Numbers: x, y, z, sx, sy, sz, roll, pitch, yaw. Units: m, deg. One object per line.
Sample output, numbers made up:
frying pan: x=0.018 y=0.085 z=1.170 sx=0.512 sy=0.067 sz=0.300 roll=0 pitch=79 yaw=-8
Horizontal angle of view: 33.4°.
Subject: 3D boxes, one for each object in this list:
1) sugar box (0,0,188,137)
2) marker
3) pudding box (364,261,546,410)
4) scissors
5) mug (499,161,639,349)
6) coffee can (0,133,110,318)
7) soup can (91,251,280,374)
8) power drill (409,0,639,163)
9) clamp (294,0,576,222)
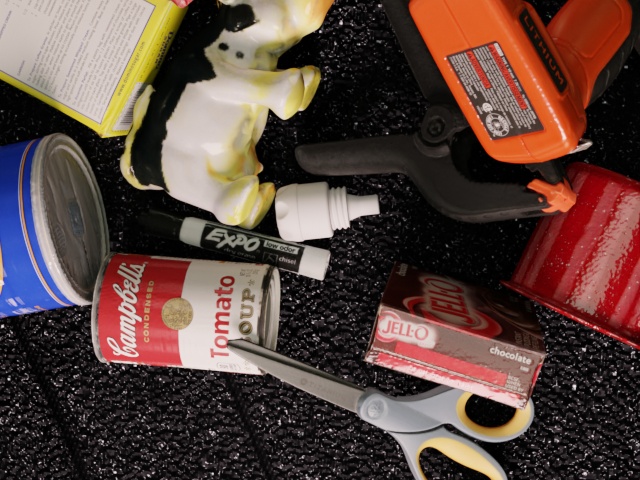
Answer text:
sugar box: x=-0.180 y=-0.144 z=0.650 sx=0.176 sy=0.048 sz=0.093 roll=30 pitch=100 yaw=6
marker: x=-0.054 y=0.001 z=0.662 sx=0.121 sy=0.020 sz=0.020 roll=14 pitch=97 yaw=5
pudding box: x=0.076 y=0.051 z=0.605 sx=0.090 sy=0.113 sz=0.039 roll=18 pitch=101 yaw=4
scissors: x=0.049 y=0.087 z=0.632 sx=0.201 sy=0.016 sz=0.096 roll=42 pitch=88 yaw=-18
mug: x=0.168 y=0.011 z=0.595 sx=0.117 sy=0.093 sz=0.081 roll=28 pitch=95 yaw=47
coffee can: x=-0.210 y=-0.001 z=0.639 sx=0.140 sy=0.102 sz=0.103 roll=-10 pitch=95 yaw=8
soup can: x=-0.079 y=0.044 z=0.646 sx=0.102 sy=0.068 sz=0.068 roll=4 pitch=96 yaw=5
power drill: x=0.129 y=-0.142 z=0.548 sx=0.187 sy=0.057 sz=0.184 roll=-42 pitch=108 yaw=-31
clamp: x=0.062 y=-0.055 z=0.609 sx=0.172 sy=0.039 sz=0.120 roll=45 pitch=111 yaw=31
